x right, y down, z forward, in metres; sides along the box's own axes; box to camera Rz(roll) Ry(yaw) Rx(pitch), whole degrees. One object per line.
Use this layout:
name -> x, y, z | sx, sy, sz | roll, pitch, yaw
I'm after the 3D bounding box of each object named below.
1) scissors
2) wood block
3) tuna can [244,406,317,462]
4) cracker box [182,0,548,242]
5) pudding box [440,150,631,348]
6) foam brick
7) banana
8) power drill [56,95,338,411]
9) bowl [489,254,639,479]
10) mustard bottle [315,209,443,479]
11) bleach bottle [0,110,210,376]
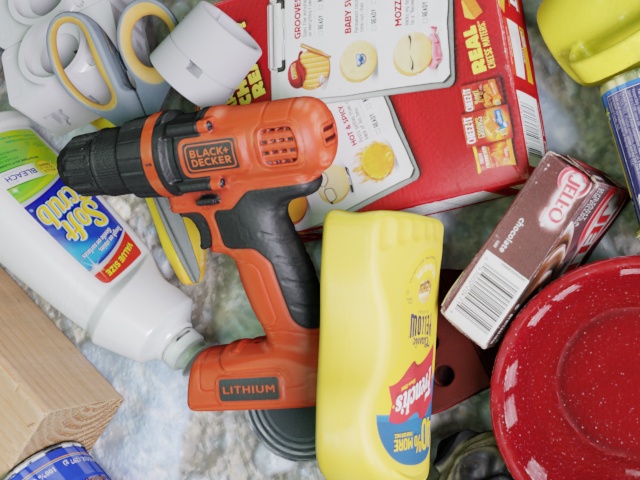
scissors -> -0.103, -0.074, 0.716 | 0.096, 0.016, 0.201 | -33, 108, 4
wood block -> -0.261, 0.089, 0.810 | 0.206, 0.090, 0.091 | 42, 107, 22
tuna can -> -0.007, 0.102, 0.711 | 0.086, 0.033, 0.086 | -1, 88, 27
cracker box -> 0.028, -0.091, 0.679 | 0.214, 0.072, 0.164 | -13, 81, 27
pudding box -> 0.126, 0.007, 0.615 | 0.039, 0.089, 0.113 | 41, 107, 24
foam brick -> 0.075, 0.062, 0.661 | 0.053, 0.051, 0.078 | -31, 75, 22
banana -> -0.133, -0.058, 0.782 | 0.198, 0.037, 0.070 | 49, 130, 21
power drill -> -0.065, 0.011, 0.653 | 0.185, 0.057, 0.187 | -5, 108, 25
bowl -> 0.177, 0.085, 0.594 | 0.162, 0.055, 0.162 | 1, 96, 13
mustard bottle -> 0.032, 0.080, 0.597 | 0.058, 0.096, 0.191 | 2, 88, 26
bleach bottle -> -0.174, 0.006, 0.774 | 0.251, 0.102, 0.068 | 39, 122, 16
